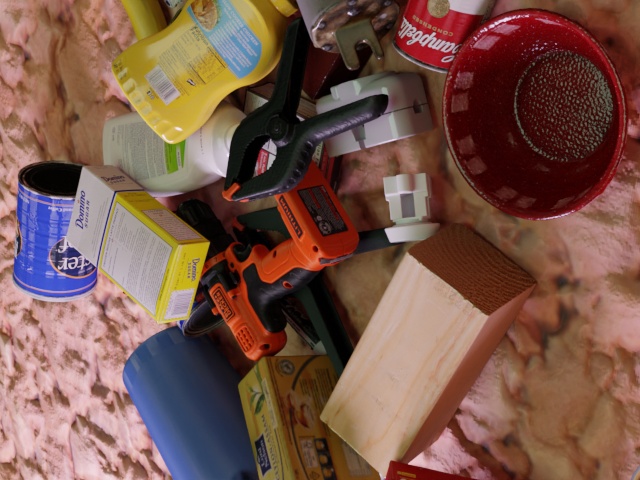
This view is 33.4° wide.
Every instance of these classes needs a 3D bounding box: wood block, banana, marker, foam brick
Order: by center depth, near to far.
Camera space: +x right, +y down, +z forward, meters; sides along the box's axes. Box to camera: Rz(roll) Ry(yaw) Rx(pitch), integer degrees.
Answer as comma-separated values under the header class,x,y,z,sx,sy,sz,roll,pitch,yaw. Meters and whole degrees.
class,x,y,z,sx,sy,sz,roll,pitch,yaw
wood block,0.091,0.098,0.940,0.090,0.090,0.206,39,127,20
foam brick,0.010,-0.173,0.959,0.051,0.052,0.078,50,131,20
marker,-0.030,0.077,1.101,0.121,0.020,0.020,45,129,24
banana,-0.201,-0.256,1.145,0.198,0.037,0.070,58,151,14

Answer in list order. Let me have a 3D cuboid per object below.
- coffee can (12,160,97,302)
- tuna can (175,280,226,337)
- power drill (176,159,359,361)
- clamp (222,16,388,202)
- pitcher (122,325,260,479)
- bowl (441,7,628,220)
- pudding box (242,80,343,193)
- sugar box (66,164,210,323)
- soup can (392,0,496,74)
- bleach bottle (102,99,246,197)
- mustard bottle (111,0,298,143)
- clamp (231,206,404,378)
class,x,y,z,sx,sy,sz,roll,pitch,yaw
coffee can,-0.314,-0.012,1.281,0.103,0.102,0.140,30,122,33
tuna can,-0.118,0.063,1.133,0.034,0.085,0.086,51,132,21
power drill,-0.057,0.001,1.025,0.184,0.057,0.188,58,135,14
clamp,-0.019,-0.094,0.921,0.120,0.039,0.172,41,110,32
pitcher,-0.110,0.214,1.145,0.243,0.144,0.149,51,129,31
bowl,0.174,-0.099,0.826,0.162,0.055,0.162,16,114,39
pudding box,-0.029,-0.092,1.033,0.114,0.039,0.090,30,123,31
sugar box,-0.190,0.000,1.091,0.176,0.048,0.093,38,119,38
soup can,0.106,-0.194,0.852,0.069,0.068,0.102,38,126,28
bleach bottle,-0.138,-0.089,1.084,0.251,0.067,0.102,3,101,53
mustard bottle,-0.090,-0.179,0.962,0.192,0.058,0.096,-36,93,17
clamp,-0.007,0.018,1.047,0.210,0.036,0.165,40,122,32
